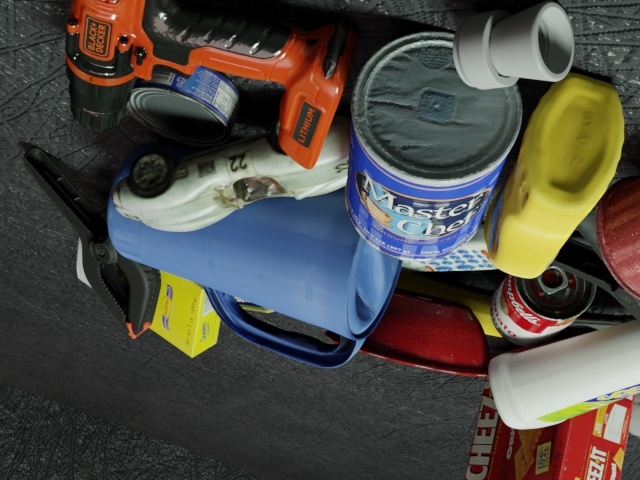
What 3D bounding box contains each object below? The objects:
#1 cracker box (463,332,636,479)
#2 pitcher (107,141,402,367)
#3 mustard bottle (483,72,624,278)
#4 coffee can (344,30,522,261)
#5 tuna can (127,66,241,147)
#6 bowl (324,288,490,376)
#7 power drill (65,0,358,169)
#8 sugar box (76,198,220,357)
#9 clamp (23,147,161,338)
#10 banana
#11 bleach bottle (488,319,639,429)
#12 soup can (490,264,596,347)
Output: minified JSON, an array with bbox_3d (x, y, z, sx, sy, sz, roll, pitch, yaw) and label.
[{"bbox_3d":[0.230,0.190,1.092,0.072,0.164,0.214,20,163,-13],"label":"cracker box"},{"bbox_3d":[-0.056,0.001,0.913,0.243,0.149,0.145,14,159,21],"label":"pitcher"},{"bbox_3d":[0.148,-0.027,0.720,0.058,0.096,0.192,16,160,4],"label":"mustard bottle"},{"bbox_3d":[0.069,-0.057,0.702,0.103,0.102,0.140,17,160,6],"label":"coffee can"},{"bbox_3d":[-0.105,-0.107,0.823,0.086,0.033,0.086,16,160,6],"label":"tuna can"},{"bbox_3d":[0.088,0.079,0.983,0.162,0.055,0.162,13,-178,-1],"label":"bowl"},{"bbox_3d":[-0.080,-0.112,0.716,0.187,0.057,0.185,18,148,-5],"label":"power drill"},{"bbox_3d":[-0.180,0.037,1.116,0.176,0.048,0.093,28,125,24],"label":"sugar box"},{"bbox_3d":[-0.199,-0.001,1.048,0.165,0.036,0.210,-3,114,39],"label":"clamp"},{"bbox_3d":[0.153,0.061,1.039,0.198,0.037,0.069,9,141,23],"label":"banana"},{"bbox_3d":[0.272,0.094,0.892,0.251,0.068,0.102,-26,158,35],"label":"bleach bottle"},{"bbox_3d":[0.189,0.049,0.921,0.068,0.068,0.102,18,161,2],"label":"soup can"}]
